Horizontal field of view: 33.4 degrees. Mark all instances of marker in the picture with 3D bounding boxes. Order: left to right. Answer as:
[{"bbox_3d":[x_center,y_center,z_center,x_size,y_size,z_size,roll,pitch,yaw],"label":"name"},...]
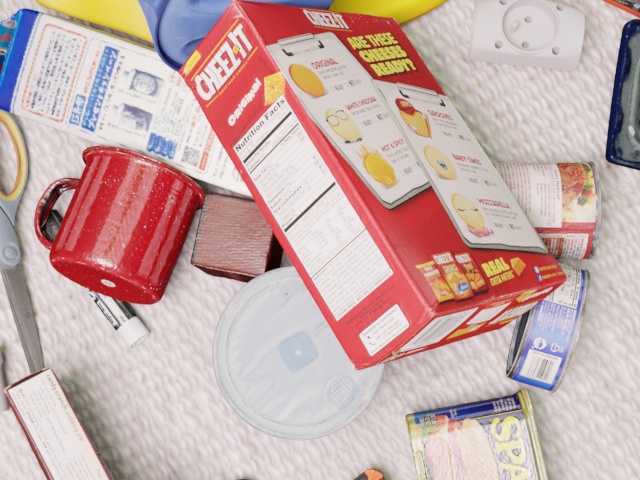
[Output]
[{"bbox_3d":[-0.166,0.025,0.770,0.020,0.020,0.121,-38,81,-4],"label":"marker"}]

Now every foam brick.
[{"bbox_3d":[-0.055,0.001,0.739,0.053,0.078,0.051,10,83,5],"label":"foam brick"}]

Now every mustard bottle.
[{"bbox_3d":[-0.150,-0.188,0.769,0.191,0.058,0.096,19,38,6],"label":"mustard bottle"}]

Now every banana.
[{"bbox_3d":[0.049,-0.190,0.780,0.198,0.037,0.069,-29,97,1],"label":"banana"}]

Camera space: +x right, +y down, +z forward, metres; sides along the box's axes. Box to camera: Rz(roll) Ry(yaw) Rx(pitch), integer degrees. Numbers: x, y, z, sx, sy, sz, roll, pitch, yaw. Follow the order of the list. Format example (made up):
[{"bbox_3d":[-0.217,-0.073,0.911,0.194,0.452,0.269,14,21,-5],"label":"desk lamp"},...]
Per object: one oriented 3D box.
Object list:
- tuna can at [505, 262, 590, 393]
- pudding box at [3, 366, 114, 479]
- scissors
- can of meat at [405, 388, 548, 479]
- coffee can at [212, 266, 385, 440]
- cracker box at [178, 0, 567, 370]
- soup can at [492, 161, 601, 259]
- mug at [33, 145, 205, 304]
[{"bbox_3d":[0.152,0.056,0.716,0.034,0.086,0.086,16,82,6],"label":"tuna can"},{"bbox_3d":[-0.169,0.145,0.713,0.039,0.090,0.113,-30,82,-18],"label":"pudding box"},{"bbox_3d":[-0.239,0.001,0.751,0.016,0.096,0.202,-14,76,39],"label":"scissors"},{"bbox_3d":[0.107,0.157,0.718,0.084,0.057,0.102,-11,80,4],"label":"can of meat"},{"bbox_3d":[-0.010,0.076,0.693,0.103,0.140,0.103,0,81,2],"label":"coffee can"},{"bbox_3d":[0.033,-0.037,0.641,0.072,0.163,0.214,-43,70,33],"label":"cracker box"},{"bbox_3d":[0.136,-0.021,0.738,0.102,0.068,0.068,0,81,3],"label":"soup can"},{"bbox_3d":[-0.145,-0.010,0.733,0.117,0.093,0.081,13,71,16],"label":"mug"}]
